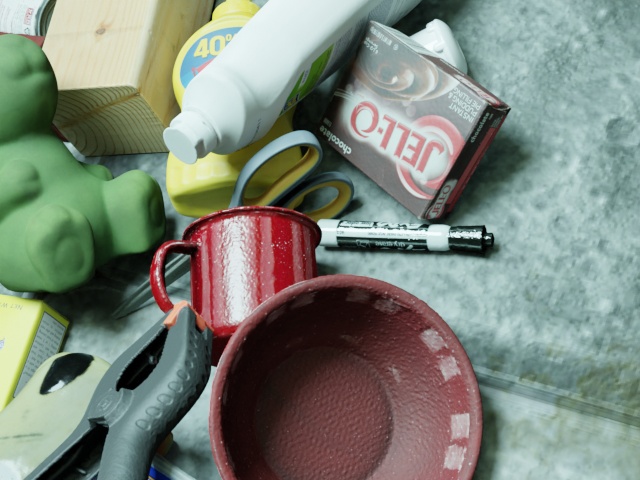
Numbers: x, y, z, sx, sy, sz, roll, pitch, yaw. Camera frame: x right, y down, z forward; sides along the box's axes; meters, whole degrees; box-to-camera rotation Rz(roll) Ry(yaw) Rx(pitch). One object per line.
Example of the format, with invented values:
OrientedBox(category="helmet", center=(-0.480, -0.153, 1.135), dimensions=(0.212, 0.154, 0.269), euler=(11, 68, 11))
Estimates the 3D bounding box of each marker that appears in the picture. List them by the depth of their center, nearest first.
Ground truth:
OrientedBox(category="marker", center=(0.056, -0.003, 0.712), dimensions=(0.121, 0.020, 0.020), euler=(2, 63, 22))

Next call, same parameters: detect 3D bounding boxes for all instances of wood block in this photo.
OrientedBox(category="wood block", center=(-0.148, -0.179, 0.846), dimensions=(0.091, 0.090, 0.206), euler=(-1, 62, 19))

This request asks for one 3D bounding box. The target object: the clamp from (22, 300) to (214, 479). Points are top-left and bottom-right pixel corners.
OrientedBox(category="clamp", center=(-0.117, 0.107, 0.591), dimensions=(0.120, 0.039, 0.171), euler=(-12, 34, 33))

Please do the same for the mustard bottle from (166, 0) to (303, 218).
OrientedBox(category="mustard bottle", center=(-0.061, -0.109, 0.792), dimensions=(0.096, 0.058, 0.191), euler=(-5, 59, 6))

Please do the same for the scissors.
OrientedBox(category="scissors", center=(-0.055, 0.001, 0.744), dimensions=(0.202, 0.096, 0.016), euler=(-47, 45, 29))

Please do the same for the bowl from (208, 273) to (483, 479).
OrientedBox(category="bowl", center=(0.010, 0.103, 0.622), dimensions=(0.162, 0.055, 0.162), euler=(3, 77, -15))

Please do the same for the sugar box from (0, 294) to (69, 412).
OrientedBox(category="sugar box", center=(-0.250, 0.124, 0.741), dimensions=(0.093, 0.048, 0.176), euler=(4, 63, 22))

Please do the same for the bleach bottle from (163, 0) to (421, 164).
OrientedBox(category="bleach bottle", center=(-0.011, -0.140, 0.723), dimensions=(0.068, 0.103, 0.250), euler=(39, 59, 9))

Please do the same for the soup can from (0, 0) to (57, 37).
OrientedBox(category="soup can", center=(-0.243, -0.189, 0.896), dimensions=(0.102, 0.068, 0.068), euler=(20, 71, 34))

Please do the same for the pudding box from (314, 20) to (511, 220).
OrientedBox(category="pudding box", center=(0.060, -0.081, 0.717), dimensions=(0.114, 0.039, 0.090), euler=(43, 116, 33))

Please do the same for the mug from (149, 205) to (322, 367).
OrientedBox(category="mug", center=(-0.053, 0.032, 0.682), dimensions=(0.093, 0.117, 0.081), euler=(-37, 49, 49))
